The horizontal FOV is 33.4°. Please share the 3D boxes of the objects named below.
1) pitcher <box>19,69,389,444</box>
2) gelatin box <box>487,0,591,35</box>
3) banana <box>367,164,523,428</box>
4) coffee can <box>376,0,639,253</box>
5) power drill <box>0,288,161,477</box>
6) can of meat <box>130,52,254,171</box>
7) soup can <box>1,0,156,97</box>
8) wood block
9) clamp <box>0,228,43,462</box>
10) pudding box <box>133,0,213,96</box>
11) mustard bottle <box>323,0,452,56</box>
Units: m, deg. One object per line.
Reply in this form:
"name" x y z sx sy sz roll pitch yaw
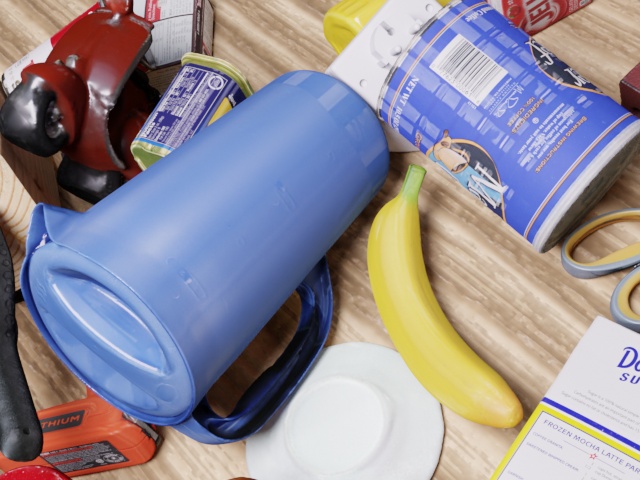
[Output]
"pitcher" -0.054 0.001 0.682 0.145 0.149 0.242 25 49 25
"gelatin box" 0.158 -0.189 0.777 0.073 0.089 0.030 -29 61 0
"banana" 0.067 0.044 0.672 0.037 0.070 0.198 3 50 -28
"coffee can" 0.121 -0.075 0.680 0.140 0.103 0.102 42 77 16
"power drill" -0.178 0.069 0.746 0.185 0.057 0.187 -13 55 16
"can of meat" -0.084 -0.071 0.779 0.058 0.102 0.084 18 67 28
"soup can" -0.190 -0.134 0.841 0.102 0.068 0.068 -34 52 8
"wood block" -0.249 -0.040 0.776 0.090 0.090 0.206 -31 28 -3
"clamp" -0.210 0.066 0.656 0.120 0.039 0.171 -34 60 43
"pudding box" -0.149 -0.163 0.904 0.114 0.039 0.090 -12 57 16
"mustard bottle" 0.095 -0.201 0.812 0.191 0.096 0.058 -36 97 -7
